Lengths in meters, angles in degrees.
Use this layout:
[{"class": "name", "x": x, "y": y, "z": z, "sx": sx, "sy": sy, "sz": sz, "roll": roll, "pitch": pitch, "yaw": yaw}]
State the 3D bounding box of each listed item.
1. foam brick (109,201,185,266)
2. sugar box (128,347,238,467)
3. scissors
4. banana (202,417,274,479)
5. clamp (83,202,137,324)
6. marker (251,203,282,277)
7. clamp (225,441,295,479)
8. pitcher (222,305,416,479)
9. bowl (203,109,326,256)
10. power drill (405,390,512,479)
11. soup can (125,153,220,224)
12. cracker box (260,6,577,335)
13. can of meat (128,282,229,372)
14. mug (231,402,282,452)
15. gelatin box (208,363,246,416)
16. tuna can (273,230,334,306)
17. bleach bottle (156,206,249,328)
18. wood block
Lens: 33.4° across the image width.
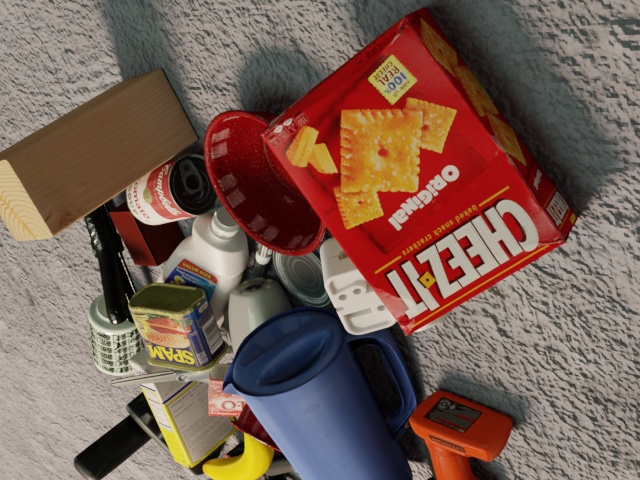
[{"class": "foam brick", "x": -0.209, "y": -0.014, "z": 1.292, "sx": 0.053, "sy": 0.051, "sz": 0.078, "roll": 2, "pitch": 122, "yaw": 49}, {"class": "sugar box", "x": -0.181, "y": 0.206, "z": 1.424, "sx": 0.048, "sy": 0.093, "sz": 0.176, "roll": 8, "pitch": 126, "yaw": 46}, {"class": "scissors", "x": -0.156, "y": 0.179, "z": 1.349, "sx": 0.202, "sy": 0.016, "sz": 0.096, "roll": -20, "pitch": 129, "yaw": 18}, {"class": "banana", "x": -0.102, "y": 0.285, "z": 1.400, "sx": 0.070, "sy": 0.037, "sz": 0.198, "roll": 48, "pitch": 143, "yaw": 10}, {"class": "clamp", "x": -0.266, "y": 0.012, "z": 1.333, "sx": 0.164, "sy": 0.036, "sz": 0.210, "roll": -154, "pitch": 47, "yaw": -85}, {"class": "marker", "x": -0.058, "y": 0.001, "z": 1.164, "sx": 0.020, "sy": 0.020, "sz": 0.121, "roll": 39, "pitch": 144, "yaw": 16}, {"class": "clamp", "x": -0.062, "y": 0.323, "z": 1.441, "sx": 0.172, "sy": 0.039, "sz": 0.120, "roll": 9, "pitch": 118, "yaw": 51}, {"class": "pitcher", "x": 0.020, "y": 0.195, "z": 1.156, "sx": 0.149, "sy": 0.144, "sz": 0.242, "roll": 11, "pitch": 138, "yaw": 47}, {"class": "bowl", "x": -0.040, "y": -0.066, "z": 1.051, "sx": 0.162, "sy": 0.055, "sz": 0.162, "roll": 29, "pitch": 140, "yaw": 28}, {"class": "power drill", "x": 0.166, "y": 0.256, "z": 1.109, "sx": 0.185, "sy": 0.057, "sz": 0.187, "roll": 16, "pitch": 132, "yaw": 36}, {"class": "soup can", "x": -0.165, "y": -0.055, "z": 1.191, "sx": 0.102, "sy": 0.068, "sz": 0.068, "roll": -9, "pitch": 114, "yaw": 52}, {"class": "cracker box", "x": 0.077, "y": -0.053, "z": 0.867, "sx": 0.164, "sy": 0.072, "sz": 0.213, "roll": -34, "pitch": 93, "yaw": 29}, {"class": "can of meat", "x": -0.166, "y": 0.099, "z": 1.237, "sx": 0.102, "sy": 0.057, "sz": 0.084, "roll": 5, "pitch": 125, "yaw": 34}, {"class": "mug", "x": -0.039, "y": 0.203, "z": 1.258, "sx": 0.093, "sy": 0.081, "sz": 0.117, "roll": 22, "pitch": 172, "yaw": 41}, {"class": "gelatin box", "x": -0.094, "y": 0.188, "z": 1.324, "sx": 0.089, "sy": 0.030, "sz": 0.073, "roll": 4, "pitch": 134, "yaw": -3}, {"class": "tuna can", "x": -0.009, "y": 0.027, "z": 1.119, "sx": 0.086, "sy": 0.033, "sz": 0.086, "roll": 29, "pitch": 140, "yaw": 28}, {"class": "bleach bottle", "x": -0.143, "y": 0.038, "z": 1.258, "sx": 0.102, "sy": 0.068, "sz": 0.251, "roll": 41, "pitch": 142, "yaw": 11}, {"class": "wood block", "x": -0.244, "y": -0.091, "z": 1.126, "sx": 0.090, "sy": 0.205, "sz": 0.091, "roll": -4, "pitch": 119, "yaw": 50}]
